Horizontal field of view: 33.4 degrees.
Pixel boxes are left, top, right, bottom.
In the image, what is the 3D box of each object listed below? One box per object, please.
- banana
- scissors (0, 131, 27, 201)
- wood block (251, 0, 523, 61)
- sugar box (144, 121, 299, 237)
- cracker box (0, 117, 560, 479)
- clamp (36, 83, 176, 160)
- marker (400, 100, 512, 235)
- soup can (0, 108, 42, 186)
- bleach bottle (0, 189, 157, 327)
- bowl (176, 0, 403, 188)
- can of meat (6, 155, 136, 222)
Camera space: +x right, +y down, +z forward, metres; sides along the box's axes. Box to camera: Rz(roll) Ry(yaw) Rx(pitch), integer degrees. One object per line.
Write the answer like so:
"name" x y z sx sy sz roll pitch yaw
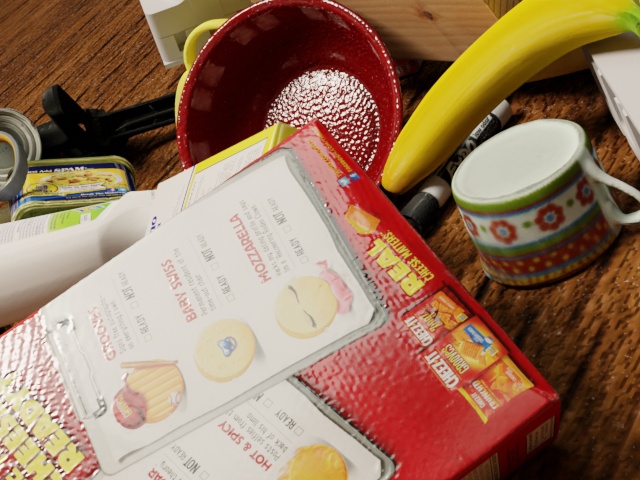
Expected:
"banana" 0.099 -0.091 0.575 0.198 0.037 0.069 -34 25 48
"scissors" -0.285 -0.075 0.845 0.096 0.016 0.202 -48 45 0
"wood block" 0.052 -0.175 0.677 0.206 0.090 0.090 14 71 47
"sugar box" -0.054 0.001 0.597 0.176 0.048 0.093 -16 59 63
"cracker box" -0.036 0.075 0.438 0.213 0.072 0.164 -36 62 -6
"clamp" -0.196 -0.102 0.969 0.164 0.036 0.210 -7 -8 -31
"marker" 0.080 -0.044 0.642 0.020 0.020 0.121 -1 41 46
"soup can" -0.284 -0.078 0.926 0.068 0.068 0.102 -43 18 -19
"bleach bottle" -0.184 0.014 0.729 0.250 0.068 0.102 -15 20 -6
"bowl" -0.012 -0.074 0.694 0.162 0.162 0.055 -19 -11 24
"can of meat" -0.188 -0.023 0.820 0.102 0.057 0.084 -4 25 -15
